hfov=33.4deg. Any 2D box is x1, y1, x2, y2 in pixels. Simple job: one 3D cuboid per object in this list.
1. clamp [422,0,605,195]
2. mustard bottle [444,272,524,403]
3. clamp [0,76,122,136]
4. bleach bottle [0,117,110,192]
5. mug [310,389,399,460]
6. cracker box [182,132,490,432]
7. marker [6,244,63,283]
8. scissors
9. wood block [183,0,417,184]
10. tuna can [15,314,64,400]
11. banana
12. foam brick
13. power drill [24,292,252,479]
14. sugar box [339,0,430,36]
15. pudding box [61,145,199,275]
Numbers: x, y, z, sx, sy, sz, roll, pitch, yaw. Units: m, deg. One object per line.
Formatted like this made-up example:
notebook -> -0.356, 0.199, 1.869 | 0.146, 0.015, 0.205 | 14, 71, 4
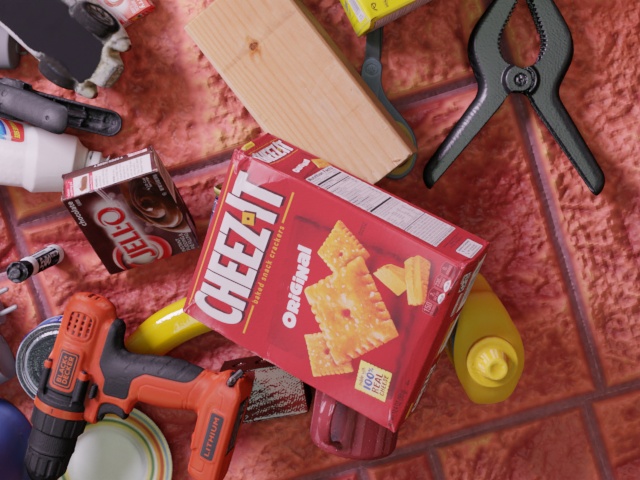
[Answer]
clamp -> 0.170, -0.139, 0.968 | 0.164, 0.036, 0.210 | -4, 95, 2
mustard bottle -> 0.138, 0.088, 0.920 | 0.058, 0.191, 0.096 | -4, 97, 2
clamp -> -0.272, -0.124, 0.948 | 0.171, 0.120, 0.039 | 14, 92, 4
bleach bottle -> -0.318, -0.087, 0.971 | 0.250, 0.102, 0.068 | 9, 110, -8
mug -> 0.030, 0.152, 0.974 | 0.093, 0.117, 0.081 | 14, 103, 24
cracker box -> 0.007, 0.033, 0.879 | 0.214, 0.072, 0.164 | 27, 115, 15
marker -> -0.256, 0.021, 0.961 | 0.020, 0.121, 0.020 | 0, 97, 2
scissors -> 0.063, -0.144, 0.981 | 0.096, 0.016, 0.202 | 21, 98, 1
wood block -> -0.013, -0.131, 0.938 | 0.091, 0.090, 0.206 | -38, 90, 11
tuna can -> -0.245, 0.116, 1.016 | 0.086, 0.033, 0.086 | 0, 97, 2
banana -> -0.112, 0.083, 1.006 | 0.198, 0.037, 0.069 | -13, 96, 4
foam brick -> -0.051, 0.137, 1.003 | 0.078, 0.053, 0.051 | -10, 96, 3
power drill -> -0.168, 0.158, 0.963 | 0.188, 0.057, 0.184 | 18, 100, 6
sugar box -> 0.105, -0.239, 0.922 | 0.176, 0.093, 0.048 | -30, 96, -1
pudding box -> -0.170, -0.025, 0.964 | 0.090, 0.039, 0.113 | -18, 136, 4
